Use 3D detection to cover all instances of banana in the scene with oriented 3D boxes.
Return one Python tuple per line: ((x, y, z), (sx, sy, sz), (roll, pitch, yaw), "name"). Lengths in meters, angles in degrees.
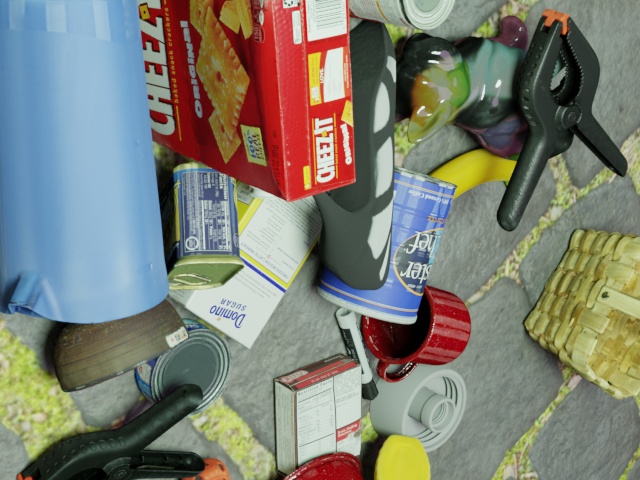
((0.151, -0.058, 1.136), (0.197, 0.037, 0.069), (-20, 117, -34), "banana")

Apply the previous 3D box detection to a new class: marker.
((0.040, 0.122, 1.122), (0.020, 0.020, 0.121), (-35, 126, -26), "marker")

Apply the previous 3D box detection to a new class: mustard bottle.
((0.075, 0.304, 1.166), (0.058, 0.096, 0.192), (7, 134, -3), "mustard bottle")

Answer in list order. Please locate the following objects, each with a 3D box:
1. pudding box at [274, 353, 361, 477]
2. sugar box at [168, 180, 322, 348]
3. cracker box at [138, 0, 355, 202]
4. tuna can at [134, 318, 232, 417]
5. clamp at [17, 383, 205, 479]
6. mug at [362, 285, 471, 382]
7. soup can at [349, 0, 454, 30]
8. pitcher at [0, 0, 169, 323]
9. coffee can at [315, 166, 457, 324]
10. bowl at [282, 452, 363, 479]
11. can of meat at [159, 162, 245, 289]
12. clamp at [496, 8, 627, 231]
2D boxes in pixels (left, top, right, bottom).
((-0.002, 0.182, 1.098), (0.089, 0.039, 0.113), (-16, 115, -35), "pudding box")
((-0.057, 0.001, 0.977), (0.093, 0.048, 0.176), (40, 82, -40), "sugar box")
((-0.066, -0.137, 0.801), (0.072, 0.214, 0.164), (-19, 117, -33), "cracker box")
((-0.124, 0.115, 0.970), (0.085, 0.034, 0.086), (-16, 116, -35), "tuna can")
((-0.175, 0.196, 0.941), (0.171, 0.039, 0.120), (-21, 133, -12), "clamp")
((0.099, 0.098, 1.119), (0.081, 0.093, 0.117), (15, 103, -47), "mug")
((0.063, -0.227, 0.952), (0.068, 0.102, 0.068), (-16, 116, -36), "soup can")
((-0.181, -0.071, 0.800), (0.144, 0.149, 0.243), (-7, 108, -23), "pitcher")
((0.064, -0.001, 1.039), (0.102, 0.103, 0.140), (11, 99, -42), "coffee can")
((-0.004, 0.296, 1.097), (0.161, 0.055, 0.162), (-27, 139, -27), "bowl")
((-0.101, -0.010, 0.881), (0.057, 0.102, 0.084), (0, 75, -19), "can of meat")
((0.241, -0.124, 1.041), (0.164, 0.036, 0.210), (-18, 120, -27), "clamp")
